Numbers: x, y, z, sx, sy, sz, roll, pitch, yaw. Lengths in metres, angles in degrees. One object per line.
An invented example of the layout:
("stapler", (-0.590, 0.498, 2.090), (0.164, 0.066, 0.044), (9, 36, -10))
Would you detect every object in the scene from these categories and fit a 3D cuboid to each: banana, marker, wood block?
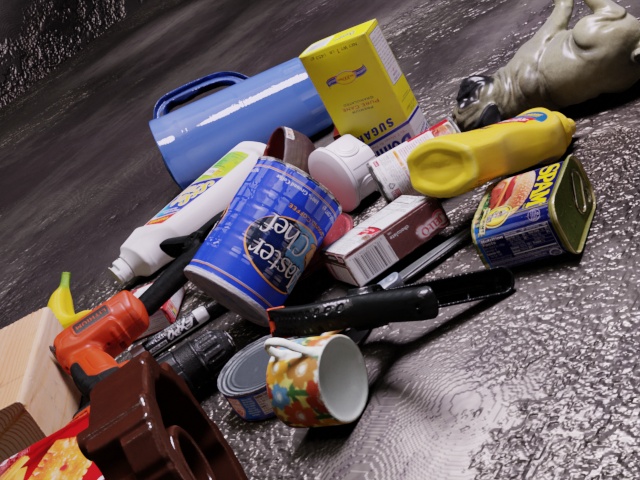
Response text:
("banana", (-0.304, 0.093, 1.289), (0.037, 0.070, 0.198), (4, 11, -26))
("marker", (-0.150, 0.094, 1.152), (0.121, 0.020, 0.020), (-33, 22, -7))
("wood block", (-0.311, 0.165, 1.108), (0.091, 0.090, 0.206), (-27, 22, 5))

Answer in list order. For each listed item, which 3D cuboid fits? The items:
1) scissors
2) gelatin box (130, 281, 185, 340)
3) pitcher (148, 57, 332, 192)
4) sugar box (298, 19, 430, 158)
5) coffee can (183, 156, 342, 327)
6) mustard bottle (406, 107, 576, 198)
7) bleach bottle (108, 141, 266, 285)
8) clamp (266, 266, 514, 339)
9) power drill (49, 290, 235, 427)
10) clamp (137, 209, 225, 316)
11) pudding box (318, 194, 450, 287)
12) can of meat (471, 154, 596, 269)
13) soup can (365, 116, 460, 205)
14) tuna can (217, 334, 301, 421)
("scissors", (0.063, 0.051, 0.986), (0.202, 0.016, 0.096), (-29, 20, 4))
("gelatin box", (-0.205, 0.083, 1.230), (0.089, 0.030, 0.073), (-23, 25, 16))
("pitcher", (-0.115, -0.168, 1.509), (0.243, 0.149, 0.145), (-27, 17, -2))
("sugar box", (0.058, -0.154, 1.218), (0.094, 0.176, 0.048), (-14, 25, 35))
("coffee can", (-0.057, 0.001, 1.073), (0.103, 0.102, 0.140), (10, 64, 58))
("mustard bottle", (0.183, -0.091, 1.043), (0.191, 0.058, 0.096), (-18, 6, -35))
("bleach bottle", (-0.164, -0.030, 1.379), (0.250, 0.068, 0.103), (-40, 24, -18))
("clamp", (0.040, 0.056, 0.880), (0.210, 0.036, 0.164), (-12, -3, 25))
("power drill", (-0.187, 0.120, 1.066), (0.184, 0.057, 0.188), (-34, 30, -9))
("clamp", (-0.138, 0.019, 1.165), (0.172, 0.039, 0.120), (-28, 35, 40))
("pudding box", (0.062, -0.002, 1.056), (0.113, 0.039, 0.090), (-32, 10, -11))
("can of meat", (0.187, -0.022, 0.941), (0.084, 0.057, 0.102), (-18, 25, 34))
("soup can", (0.108, -0.077, 1.136), (0.102, 0.068, 0.068), (-29, 22, 3))
("tuna can", (-0.047, 0.121, 0.951), (0.086, 0.033, 0.086), (-25, 23, 11))
